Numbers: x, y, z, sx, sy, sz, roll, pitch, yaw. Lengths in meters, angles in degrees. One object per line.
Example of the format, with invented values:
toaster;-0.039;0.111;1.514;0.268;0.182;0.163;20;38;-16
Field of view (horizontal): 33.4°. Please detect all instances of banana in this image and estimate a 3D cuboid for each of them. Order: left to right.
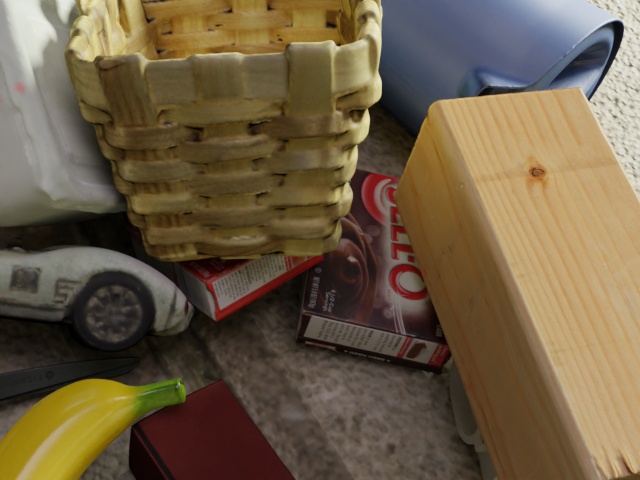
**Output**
banana;-0.127;0.133;0.453;0.070;0.037;0.197;8;56;22

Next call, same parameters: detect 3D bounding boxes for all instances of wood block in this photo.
wood block;0.117;0.033;0.531;0.090;0.090;0.206;-7;58;-17

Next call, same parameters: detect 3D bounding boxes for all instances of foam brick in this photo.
foam brick;-0.052;0.118;0.522;0.051;0.053;0.078;-28;68;-27

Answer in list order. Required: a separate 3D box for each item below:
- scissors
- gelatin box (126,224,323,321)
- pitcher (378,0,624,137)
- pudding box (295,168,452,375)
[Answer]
scissors;-0.188;0.095;0.520;0.201;0.016;0.096;10;93;-33
gelatin box;-0.054;0.001;0.589;0.073;0.030;0.089;-29;36;-26
pitcher;0.065;-0.149;0.692;0.145;0.149;0.243;-42;70;-16
pudding box;0.036;0.014;0.619;0.090;0.039;0.113;12;55;-5
